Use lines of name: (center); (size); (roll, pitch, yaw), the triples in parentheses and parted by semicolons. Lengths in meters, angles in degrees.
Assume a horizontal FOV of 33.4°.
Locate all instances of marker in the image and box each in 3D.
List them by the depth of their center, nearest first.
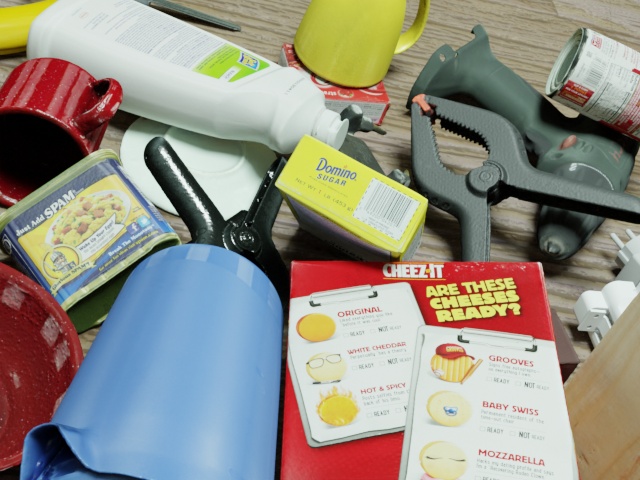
marker: (-0.090, 0.007, 0.784); (0.020, 0.020, 0.120); (41, 47, 18)

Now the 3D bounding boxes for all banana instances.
banana: (-0.270, -0.180, 0.879); (0.197, 0.037, 0.070); (-8, 51, -28)

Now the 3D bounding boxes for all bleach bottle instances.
bleach bottle: (-0.100, -0.124, 0.845); (0.251, 0.068, 0.102); (23, 43, 13)

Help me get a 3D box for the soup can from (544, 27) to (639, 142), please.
soup can: (0.255, -0.132, 0.921); (0.102, 0.069, 0.068); (25, 44, -4)

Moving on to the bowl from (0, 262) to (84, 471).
bowl: (-0.224, 0.082, 0.628); (0.162, 0.055, 0.162); (16, 42, -15)

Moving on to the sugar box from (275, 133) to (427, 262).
sugar box: (0.026, -0.018, 0.754); (0.093, 0.176, 0.048); (30, 87, 7)

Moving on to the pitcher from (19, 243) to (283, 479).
pitcher: (-0.079, 0.112, 0.596); (0.145, 0.149, 0.242); (17, 29, -5)

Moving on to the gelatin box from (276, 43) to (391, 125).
gelatin box: (0.012, -0.141, 0.956); (0.089, 0.030, 0.073); (1, 48, -20)

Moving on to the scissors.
scissors: (-0.171, -0.219, 0.949); (0.201, 0.016, 0.096); (20, 17, -3)

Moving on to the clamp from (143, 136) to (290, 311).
clamp: (-0.055, 0.001, 0.772); (0.120, 0.039, 0.171); (-6, 69, -32)

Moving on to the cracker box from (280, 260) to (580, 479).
cracker box: (0.060, 0.109, 0.631); (0.164, 0.072, 0.213); (1, 43, 1)

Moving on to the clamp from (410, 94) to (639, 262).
clamp: (0.146, -0.045, 0.853); (0.164, 0.036, 0.210); (-28, 61, 1)

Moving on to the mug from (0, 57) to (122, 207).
mug: (-0.191, -0.084, 0.770); (0.093, 0.117, 0.081); (50, 28, -30)

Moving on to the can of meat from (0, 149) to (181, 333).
can of meat: (-0.155, 0.002, 0.720); (0.102, 0.057, 0.084); (-36, 69, -13)
